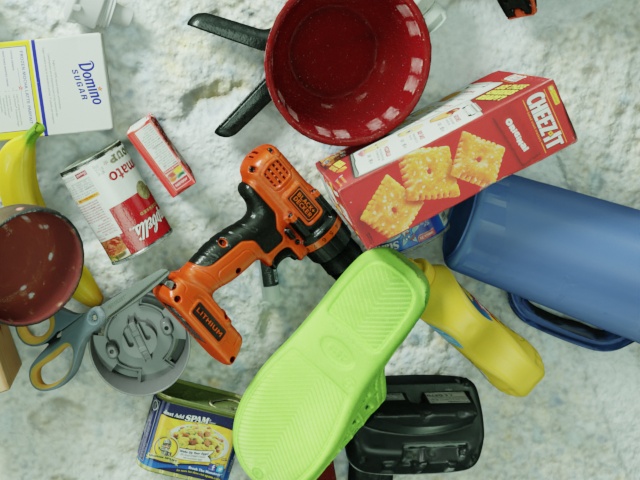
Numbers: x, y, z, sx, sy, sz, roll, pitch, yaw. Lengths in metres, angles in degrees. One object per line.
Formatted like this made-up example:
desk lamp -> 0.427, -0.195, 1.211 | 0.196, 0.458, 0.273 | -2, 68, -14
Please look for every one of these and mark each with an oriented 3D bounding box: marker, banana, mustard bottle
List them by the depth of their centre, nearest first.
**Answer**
banana -> -0.267, -0.019, 1.022 | 0.070, 0.037, 0.198 | 6, 124, 34
mustard bottle -> 0.136, 0.076, 1.054 | 0.191, 0.096, 0.058 | 40, 94, -27
marker -> -0.057, 0.001, 1.076 | 0.020, 0.020, 0.121 | -8, 102, -6

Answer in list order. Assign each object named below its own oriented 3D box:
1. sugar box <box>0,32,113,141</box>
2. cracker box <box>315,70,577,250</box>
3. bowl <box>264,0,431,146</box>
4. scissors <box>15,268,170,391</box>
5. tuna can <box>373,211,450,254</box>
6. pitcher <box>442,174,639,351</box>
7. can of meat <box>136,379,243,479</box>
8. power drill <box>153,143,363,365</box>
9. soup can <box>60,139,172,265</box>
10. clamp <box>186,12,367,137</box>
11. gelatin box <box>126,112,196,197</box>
sugar box -> -0.288, -0.142, 1.008 | 0.176, 0.048, 0.093 | -7, 102, -10
cracker box -> 0.111, -0.080, 1.008 | 0.213, 0.164, 0.072 | -27, 104, -1
bowl -> 0.020, -0.172, 1.001 | 0.162, 0.055, 0.162 | -5, 110, -15
scissors -> -0.229, 0.064, 1.025 | 0.096, 0.016, 0.202 | 49, 113, 17
tuna can -> 0.083, -0.014, 1.056 | 0.086, 0.086, 0.034 | -25, 101, -2
pitcher -> 0.247, 0.020, 1.071 | 0.242, 0.145, 0.149 | 18, 86, -6
can of meat -> -0.130, 0.195, 1.085 | 0.102, 0.057, 0.084 | 15, 100, -10
power drill -> -0.055, 0.029, 1.038 | 0.187, 0.057, 0.184 | -48, 112, -16
soup can -> -0.196, -0.037, 1.027 | 0.068, 0.068, 0.102 | -29, 102, -1
clamp -> -0.043, -0.184, 1.032 | 0.171, 0.039, 0.120 | -24, 112, -8
gelatin box -> -0.151, -0.082, 1.013 | 0.030, 0.089, 0.073 | -35, 103, -1
